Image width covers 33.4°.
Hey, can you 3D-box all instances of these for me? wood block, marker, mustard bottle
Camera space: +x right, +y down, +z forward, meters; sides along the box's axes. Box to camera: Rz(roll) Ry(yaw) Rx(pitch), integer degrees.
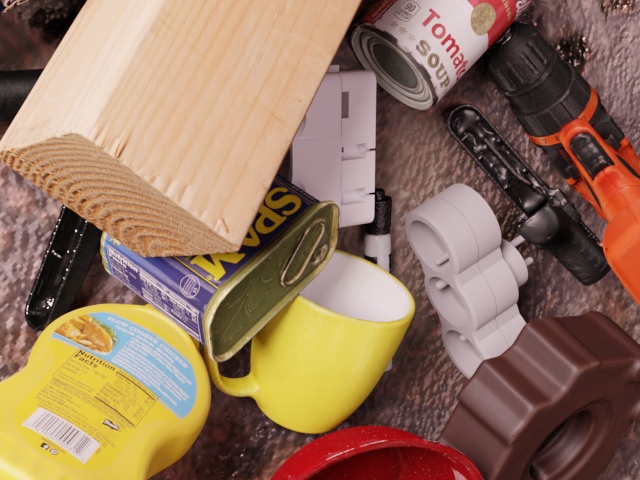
[{"bbox_3d":[-0.049,-0.103,0.497,0.090,0.090,0.206,38,65,-30],"label":"wood block"},{"bbox_3d":[0.037,0.026,0.687,0.020,0.020,0.121,-10,108,-29],"label":"marker"},{"bbox_3d":[-0.109,0.082,0.541,0.096,0.191,0.058,30,120,3],"label":"mustard bottle"}]

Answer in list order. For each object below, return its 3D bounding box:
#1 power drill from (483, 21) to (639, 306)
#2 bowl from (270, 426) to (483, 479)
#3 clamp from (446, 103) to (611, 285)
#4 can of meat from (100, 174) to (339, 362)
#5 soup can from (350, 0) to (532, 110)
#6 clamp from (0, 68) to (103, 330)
[{"bbox_3d":[0.179,-0.040,0.662,0.057,0.187,0.184,-38,124,17],"label":"power drill"},{"bbox_3d":[0.020,0.170,0.662,0.162,0.055,0.162,-10,124,-16],"label":"bowl"},{"bbox_3d":[0.145,-0.024,0.709,0.039,0.120,0.171,-34,147,16],"label":"clamp"},{"bbox_3d":[-0.054,0.001,0.568,0.102,0.084,0.057,-43,153,-29],"label":"can of meat"},{"bbox_3d":[0.075,-0.136,0.637,0.102,0.069,0.068,-47,122,-11],"label":"soup can"},{"bbox_3d":[-0.113,-0.071,0.545,0.210,0.036,0.164,-47,139,-14],"label":"clamp"}]
